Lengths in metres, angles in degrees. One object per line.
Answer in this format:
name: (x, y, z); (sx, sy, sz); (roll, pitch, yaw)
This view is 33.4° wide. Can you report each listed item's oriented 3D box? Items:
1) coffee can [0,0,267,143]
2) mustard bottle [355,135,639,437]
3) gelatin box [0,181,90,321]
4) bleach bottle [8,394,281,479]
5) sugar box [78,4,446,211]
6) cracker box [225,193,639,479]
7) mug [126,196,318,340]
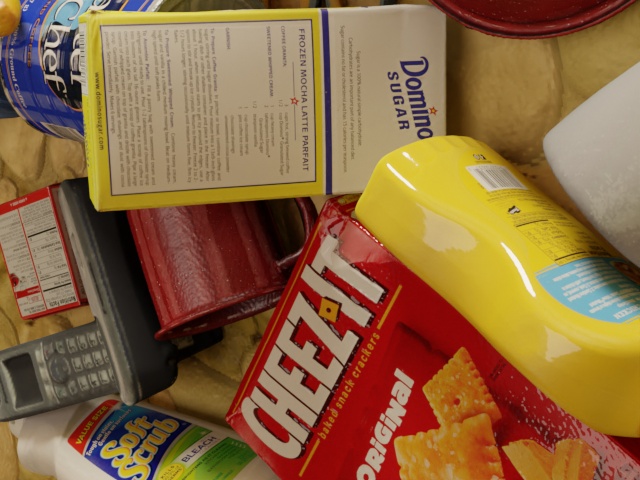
coffee can: (-0.104, -0.100, 0.610); (0.141, 0.102, 0.103); (15, 110, 44)
mustard bottle: (0.107, 0.028, 0.467); (0.192, 0.096, 0.058); (45, 121, 32)
gelatin box: (-0.195, 0.009, 0.769); (0.073, 0.030, 0.089); (-15, 91, 39)
bleach bottle: (-0.123, 0.153, 0.697); (0.251, 0.102, 0.068); (11, 127, 38)
sugar box: (-0.026, -0.068, 0.525); (0.048, 0.176, 0.093); (-150, 57, -68)
cracker box: (0.062, 0.098, 0.552); (0.214, 0.071, 0.164); (41, 123, 26)
mug: (-0.054, 0.001, 0.618); (0.117, 0.093, 0.081); (-24, 80, 27)
